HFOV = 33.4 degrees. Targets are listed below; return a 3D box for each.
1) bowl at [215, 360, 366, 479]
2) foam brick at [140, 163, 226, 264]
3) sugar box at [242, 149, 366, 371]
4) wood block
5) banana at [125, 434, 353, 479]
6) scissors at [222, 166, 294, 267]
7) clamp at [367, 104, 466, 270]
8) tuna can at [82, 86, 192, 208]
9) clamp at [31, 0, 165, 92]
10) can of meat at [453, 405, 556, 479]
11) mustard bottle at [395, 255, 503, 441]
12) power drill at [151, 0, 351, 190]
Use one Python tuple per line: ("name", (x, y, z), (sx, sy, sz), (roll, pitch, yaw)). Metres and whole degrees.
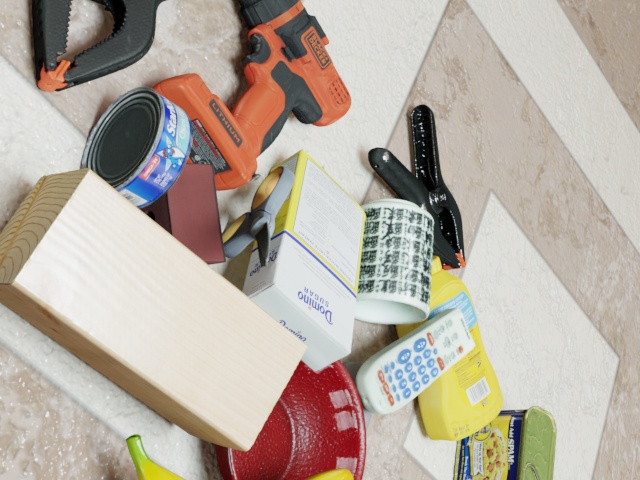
("bowl", (-0.033, 0.161, 0.865), (0.161, 0.055, 0.162), (13, 73, -46))
("foam brick", (-0.112, -0.017, 0.817), (0.051, 0.053, 0.078), (-4, 84, -48))
("sugar box", (-0.011, 0.013, 0.886), (0.093, 0.048, 0.176), (44, 35, -25))
("wood block", (-0.122, 0.051, 0.737), (0.206, 0.090, 0.090), (41, 68, -27))
("banana", (-0.053, 0.188, 0.769), (0.197, 0.037, 0.069), (18, 74, -36))
("scissors", (-0.055, 0.001, 0.808), (0.016, 0.096, 0.201), (38, 24, -12))
("clamp", (0.101, -0.042, 1.069), (0.120, 0.039, 0.171), (-30, 105, -45))
("tuna can", (-0.133, -0.067, 0.779), (0.033, 0.086, 0.086), (31, 60, -42))
("clamp", (-0.161, -0.203, 0.803), (0.164, 0.036, 0.209), (41, 61, -16))
("can of meat", (0.184, 0.220, 1.074), (0.057, 0.084, 0.102), (30, 61, -41))
("mustard bottle", (0.118, 0.092, 1.046), (0.096, 0.058, 0.191), (-25, 101, -42))
("power drill", (-0.063, -0.145, 0.895), (0.184, 0.057, 0.187), (57, 47, -19))
